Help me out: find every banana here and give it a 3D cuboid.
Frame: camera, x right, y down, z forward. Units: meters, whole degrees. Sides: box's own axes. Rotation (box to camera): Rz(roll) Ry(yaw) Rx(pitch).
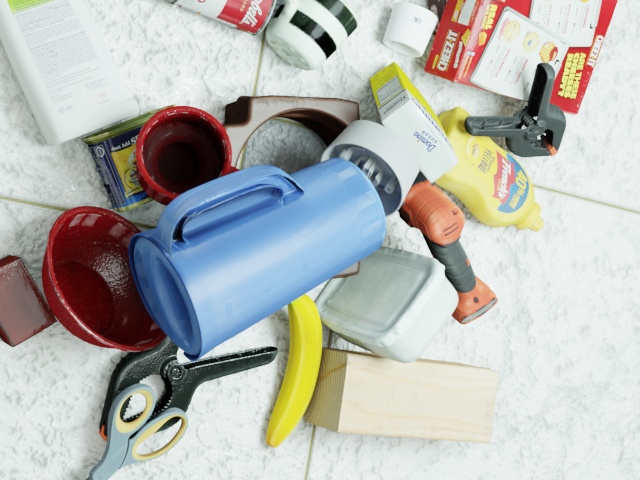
[{"bbox_3d":[-0.030,0.137,1.204,0.069,0.037,0.198,-9,112,-34],"label":"banana"}]

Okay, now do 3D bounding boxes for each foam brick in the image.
[{"bbox_3d":[-0.309,0.059,1.066,0.051,0.053,0.078,-33,106,-22],"label":"foam brick"}]

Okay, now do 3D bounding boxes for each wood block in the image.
[{"bbox_3d":[0.095,0.181,1.251,0.205,0.091,0.090,10,86,-26],"label":"wood block"}]

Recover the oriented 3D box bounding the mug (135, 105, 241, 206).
[{"bbox_3d":[-0.128,-0.075,1.060,0.117,0.082,0.093,16,79,-11],"label":"mug"}]

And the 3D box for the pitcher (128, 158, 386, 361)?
[{"bbox_3d":[-0.057,0.001,1.051,0.242,0.149,0.145,-27,92,-26],"label":"pitcher"}]

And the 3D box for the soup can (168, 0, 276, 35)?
[{"bbox_3d":[-0.106,-0.270,1.151,0.102,0.069,0.068,17,84,-25],"label":"soup can"}]

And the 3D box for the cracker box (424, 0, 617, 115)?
[{"bbox_3d":[0.245,-0.254,1.289,0.213,0.072,0.164,8,106,-36],"label":"cracker box"}]

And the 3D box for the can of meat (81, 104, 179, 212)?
[{"bbox_3d":[-0.186,-0.086,1.122,0.102,0.058,0.084,-26,104,-24],"label":"can of meat"}]

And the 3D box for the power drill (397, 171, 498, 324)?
[{"bbox_3d":[0.128,-0.004,1.241,0.057,0.185,0.187,-33,125,-3],"label":"power drill"}]

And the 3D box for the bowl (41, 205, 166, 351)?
[{"bbox_3d":[-0.225,0.048,1.078,0.162,0.055,0.162,36,37,-34],"label":"bowl"}]

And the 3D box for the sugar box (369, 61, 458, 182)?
[{"bbox_3d":[0.103,-0.137,1.202,0.048,0.176,0.093,-38,110,10],"label":"sugar box"}]

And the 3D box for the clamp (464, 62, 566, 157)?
[{"bbox_3d":[0.257,-0.150,1.283,0.171,0.120,0.039,16,45,-52],"label":"clamp"}]

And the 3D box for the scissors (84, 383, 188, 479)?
[{"bbox_3d":[-0.229,0.222,1.098,0.201,0.016,0.096,-31,115,-20],"label":"scissors"}]

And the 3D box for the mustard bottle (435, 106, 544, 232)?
[{"bbox_3d":[0.209,-0.072,1.317,0.191,0.058,0.096,39,57,-23],"label":"mustard bottle"}]

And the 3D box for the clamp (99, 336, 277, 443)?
[{"bbox_3d":[-0.152,0.142,1.156,0.164,0.036,0.210,42,76,-23],"label":"clamp"}]

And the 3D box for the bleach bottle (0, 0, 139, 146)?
[{"bbox_3d":[-0.276,-0.227,1.071,0.102,0.068,0.251,-25,100,-25],"label":"bleach bottle"}]
